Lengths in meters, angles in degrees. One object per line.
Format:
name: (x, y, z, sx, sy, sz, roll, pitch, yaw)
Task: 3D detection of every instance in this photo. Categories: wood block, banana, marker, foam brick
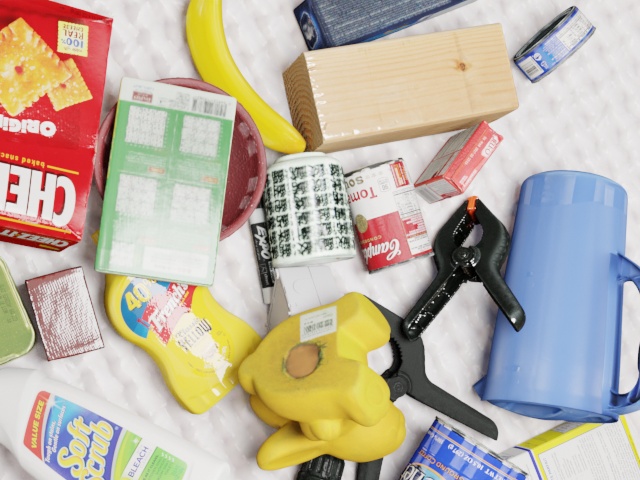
wood block: (0.078, -0.148, 1.057, 0.205, 0.090, 0.091, -11, 87, -16)
banana: (-0.082, -0.163, 1.030, 0.070, 0.037, 0.198, -22, 94, 22)
marker: (-0.057, 0.001, 1.042, 0.020, 0.020, 0.121, -11, 88, -17)
foam brick: (-0.233, 0.067, 0.970, 0.051, 0.053, 0.078, -16, 89, -17)

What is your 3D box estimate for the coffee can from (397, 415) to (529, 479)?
coffee can: (0.116, 0.252, 1.002, 0.102, 0.103, 0.140, 33, 86, -11)

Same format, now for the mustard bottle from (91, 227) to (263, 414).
mustard bottle: (-0.144, 0.063, 0.993, 0.096, 0.058, 0.191, -42, 97, -16)

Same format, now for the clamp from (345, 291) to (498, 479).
clamp: (0.082, 0.145, 1.061, 0.164, 0.036, 0.210, -19, 94, -17)

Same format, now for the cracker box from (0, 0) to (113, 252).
cracker box: (-0.280, -0.112, 0.935, 0.164, 0.072, 0.213, 12, 75, -29)

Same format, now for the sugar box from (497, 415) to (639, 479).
sugar box: (0.242, 0.245, 1.094, 0.176, 0.048, 0.093, -20, 91, -13)

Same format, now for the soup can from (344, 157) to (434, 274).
soup can: (0.065, -0.024, 1.054, 0.068, 0.069, 0.102, -17, 89, -17)

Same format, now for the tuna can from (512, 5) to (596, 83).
tuna can: (0.243, -0.204, 1.111, 0.086, 0.086, 0.033, -45, 96, -15)

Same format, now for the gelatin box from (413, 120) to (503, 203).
gelatin box: (0.137, -0.076, 1.068, 0.030, 0.089, 0.073, 40, 76, -9)

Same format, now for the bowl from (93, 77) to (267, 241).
bowl: (-0.135, -0.069, 1.007, 0.162, 0.055, 0.162, 1, 85, -16)

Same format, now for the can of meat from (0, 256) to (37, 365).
can of meat: (-0.290, 0.060, 0.937, 0.057, 0.084, 0.102, -23, 92, -16)

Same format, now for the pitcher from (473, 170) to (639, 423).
pitcher: (0.250, 0.058, 1.060, 0.149, 0.145, 0.243, 11, 78, -4)

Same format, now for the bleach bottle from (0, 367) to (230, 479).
bleach bottle: (-0.210, 0.186, 0.929, 0.251, 0.068, 0.102, 23, 76, 10)

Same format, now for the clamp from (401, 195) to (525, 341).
clamp: (0.138, 0.031, 1.058, 0.120, 0.039, 0.171, -10, 44, 14)
